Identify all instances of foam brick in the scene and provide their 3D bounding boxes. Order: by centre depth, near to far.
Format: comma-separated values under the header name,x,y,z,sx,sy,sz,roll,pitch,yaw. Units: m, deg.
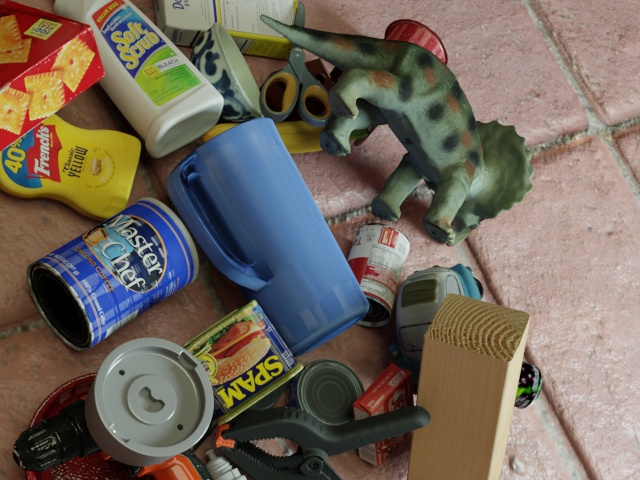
name,x,y,z,sx,sy,sz,roll,pitch,yaw
foam brick,-0.027,-0.180,1.299,0.078,0.051,0.053,-24,80,-33

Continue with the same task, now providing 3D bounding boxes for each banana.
name,x,y,z,sx,sy,sz,roll,pitch,yaw
banana,-0.047,-0.124,1.254,0.197,0.070,0.037,-5,79,-15

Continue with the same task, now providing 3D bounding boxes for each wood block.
name,x,y,z,sx,sy,sz,roll,pitch,yaw
wood block,0.153,0.171,1.115,0.091,0.206,0.090,14,34,18

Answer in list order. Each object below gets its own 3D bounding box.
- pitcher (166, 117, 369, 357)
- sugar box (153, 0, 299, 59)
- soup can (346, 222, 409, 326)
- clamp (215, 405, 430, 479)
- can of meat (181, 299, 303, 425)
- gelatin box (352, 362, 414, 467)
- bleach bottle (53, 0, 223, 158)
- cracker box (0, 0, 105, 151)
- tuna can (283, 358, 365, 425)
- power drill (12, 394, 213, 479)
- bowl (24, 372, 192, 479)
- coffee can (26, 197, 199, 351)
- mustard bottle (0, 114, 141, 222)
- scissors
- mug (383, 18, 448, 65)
name,x,y,z,sx,sy,sz,roll,pitch,yaw
pitcher,-0.058,0.001,1.145,0.149,0.145,0.243,-29,81,-13
sugar box,-0.114,-0.279,1.307,0.176,0.048,0.093,3,66,-22
soup can,0.061,0.039,1.232,0.068,0.069,0.102,27,58,-13
clamp,-0.006,0.228,1.092,0.210,0.165,0.036,8,25,-7
can of meat,-0.083,0.119,1.064,0.102,0.057,0.084,-34,93,-4
gelatin box,0.071,0.190,1.157,0.030,0.089,0.073,23,47,33
bleach bottle,-0.222,-0.210,1.186,0.102,0.068,0.251,-33,73,-33
cracker box,-0.351,-0.159,1.068,0.164,0.072,0.213,22,49,30
tuna can,0.006,0.173,1.162,0.086,0.034,0.086,11,63,-22
power drill,-0.164,0.220,0.973,0.184,0.057,0.188,-23,79,-32
bowl,-0.208,0.211,1.025,0.161,0.055,0.162,11,63,-22
coffee can,-0.208,0.033,1.079,0.140,0.103,0.103,-35,85,-34
mustard bottle,-0.291,-0.089,1.119,0.191,0.058,0.096,17,80,-18
scissors,-0.013,-0.206,1.271,0.096,0.016,0.201,25,52,-3
mug,0.094,-0.226,1.367,0.117,0.093,0.081,23,59,21
